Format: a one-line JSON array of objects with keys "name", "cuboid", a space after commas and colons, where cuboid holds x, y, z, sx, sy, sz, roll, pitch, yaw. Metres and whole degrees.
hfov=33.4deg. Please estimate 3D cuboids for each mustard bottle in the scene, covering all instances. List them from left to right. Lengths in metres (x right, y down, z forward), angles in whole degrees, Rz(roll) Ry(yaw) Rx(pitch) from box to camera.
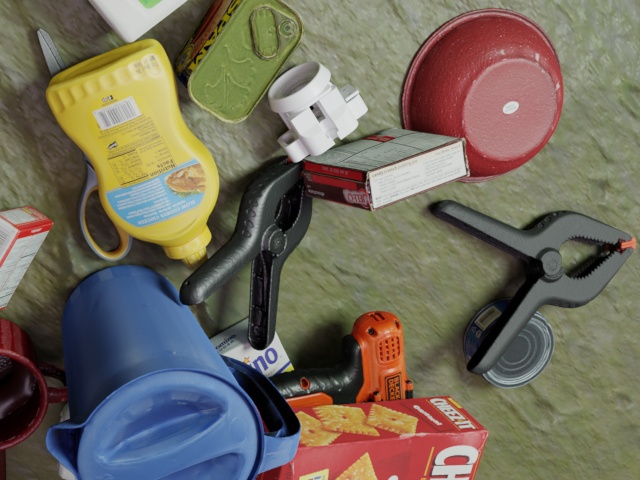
[{"name": "mustard bottle", "cuboid": [-0.135, -0.057, 0.853, 0.096, 0.058, 0.191, -21, 116, 4]}]

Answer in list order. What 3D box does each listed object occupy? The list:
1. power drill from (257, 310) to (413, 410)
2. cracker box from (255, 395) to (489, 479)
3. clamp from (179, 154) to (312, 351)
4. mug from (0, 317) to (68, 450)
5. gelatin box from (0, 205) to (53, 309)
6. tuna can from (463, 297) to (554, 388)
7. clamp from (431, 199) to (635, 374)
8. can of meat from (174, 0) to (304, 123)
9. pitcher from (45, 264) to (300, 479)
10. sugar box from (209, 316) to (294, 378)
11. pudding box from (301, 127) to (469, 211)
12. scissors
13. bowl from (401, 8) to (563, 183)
[{"name": "power drill", "cuboid": [-0.002, 0.168, 0.960, 0.187, 0.057, 0.184, -15, 112, -25]}, {"name": "cracker box", "cuboid": [0.028, 0.226, 0.922, 0.213, 0.072, 0.164, 2, 112, -32]}, {"name": "clamp", "cuboid": [-0.056, 0.001, 0.899, 0.120, 0.039, 0.171, 29, 76, -58]}, {"name": "mug", "cuboid": [-0.263, 0.115, 0.884, 0.117, 0.081, 0.093, 3, 109, -20]}, {"name": "gelatin box", "cuboid": [-0.258, 0.018, 0.852, 0.030, 0.073, 0.089, 33, 99, 3]}, {"name": "tuna can", "cuboid": [0.187, 0.102, 1.057, 0.086, 0.034, 0.086, -6, 112, -16]}, {"name": "clamp", "cuboid": [0.209, 0.035, 1.018, 0.209, 0.036, 0.164, -6, 90, -20]}, {"name": "can of meat", "cuboid": [-0.068, -0.152, 0.845, 0.057, 0.084, 0.102, 32, 98, -26]}, {"name": "pitcher", "cuboid": [-0.127, 0.111, 0.837, 0.145, 0.243, 0.149, -37, 117, -2]}, {"name": "sugar box", "cuboid": [-0.055, 0.163, 0.991, 0.093, 0.048, 0.176, -30, 119, -10]}, {"name": "pudding box", "cuboid": [0.055, -0.061, 0.902, 0.113, 0.090, 0.039, -23, 114, -32]}, {"name": "scissors", "cuboid": [-0.169, -0.079, 0.878, 0.096, 0.016, 0.202, -11, 113, -16]}, {"name": "bowl", "cuboid": [0.156, -0.122, 0.949, 0.162, 0.055, 0.162, -6, 112, -17]}]
